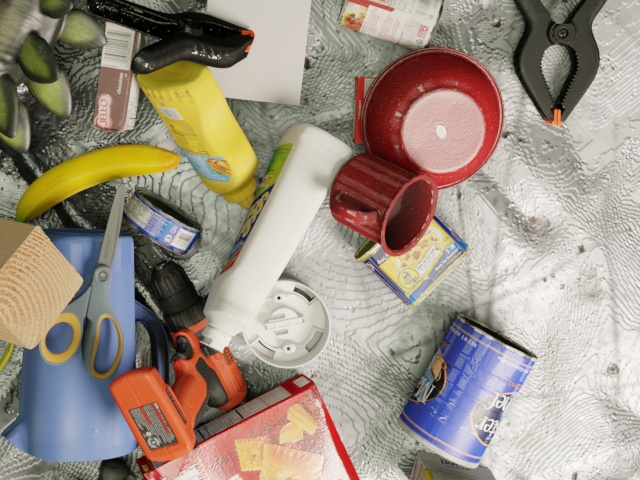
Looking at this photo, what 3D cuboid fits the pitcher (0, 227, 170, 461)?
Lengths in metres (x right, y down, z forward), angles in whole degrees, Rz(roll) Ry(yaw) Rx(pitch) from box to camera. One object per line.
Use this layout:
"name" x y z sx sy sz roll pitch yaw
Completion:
"pitcher" -0.252 0.110 1.164 0.145 0.149 0.243 4 94 13

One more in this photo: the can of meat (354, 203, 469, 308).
"can of meat" 0.103 0.012 1.190 0.084 0.057 0.102 44 93 -8

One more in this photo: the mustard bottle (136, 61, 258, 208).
"mustard bottle" -0.117 -0.107 1.140 0.058 0.096 0.191 -49 132 -25

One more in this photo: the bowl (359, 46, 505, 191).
"bowl" 0.125 -0.122 1.140 0.162 0.055 0.162 -2 109 -6

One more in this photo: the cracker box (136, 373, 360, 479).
"cracker box" -0.071 0.271 1.184 0.213 0.072 0.164 -26 99 -13

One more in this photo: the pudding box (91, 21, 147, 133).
"pudding box" -0.214 -0.173 1.142 0.039 0.090 0.113 10 96 -5

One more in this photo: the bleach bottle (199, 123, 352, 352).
"bleach bottle" -0.057 0.001 1.135 0.068 0.103 0.251 29 81 -16

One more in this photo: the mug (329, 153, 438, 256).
"mug" 0.056 -0.039 1.111 0.082 0.117 0.093 29 120 33

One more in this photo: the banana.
"banana" -0.252 -0.066 1.170 0.197 0.037 0.070 -26 63 -4

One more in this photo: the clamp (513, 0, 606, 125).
"clamp" 0.272 -0.234 1.174 0.164 0.036 0.210 -6 99 0

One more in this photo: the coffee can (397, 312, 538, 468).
"coffee can" 0.163 0.166 1.186 0.103 0.103 0.140 28 95 -5

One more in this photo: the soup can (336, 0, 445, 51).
"soup can" 0.076 -0.250 1.152 0.102 0.068 0.068 18 96 -4

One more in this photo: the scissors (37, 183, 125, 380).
"scissors" -0.242 0.044 1.090 0.096 0.016 0.202 -3 91 -18

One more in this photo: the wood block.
"wood block" -0.354 0.031 1.077 0.090 0.206 0.090 -58 139 -27

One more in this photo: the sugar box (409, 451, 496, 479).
"sugar box" 0.155 0.286 1.163 0.093 0.176 0.048 15 94 -3

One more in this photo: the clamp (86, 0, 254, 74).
"clamp" -0.135 -0.194 1.044 0.171 0.120 0.039 2 136 -31

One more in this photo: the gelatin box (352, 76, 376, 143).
"gelatin box" 0.082 -0.143 1.183 0.089 0.030 0.073 2 96 -5

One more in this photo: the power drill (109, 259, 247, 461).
"power drill" -0.152 0.129 1.129 0.057 0.187 0.184 -21 105 23

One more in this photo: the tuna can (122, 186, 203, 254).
"tuna can" -0.173 -0.021 1.163 0.086 0.086 0.034 33 96 -5
